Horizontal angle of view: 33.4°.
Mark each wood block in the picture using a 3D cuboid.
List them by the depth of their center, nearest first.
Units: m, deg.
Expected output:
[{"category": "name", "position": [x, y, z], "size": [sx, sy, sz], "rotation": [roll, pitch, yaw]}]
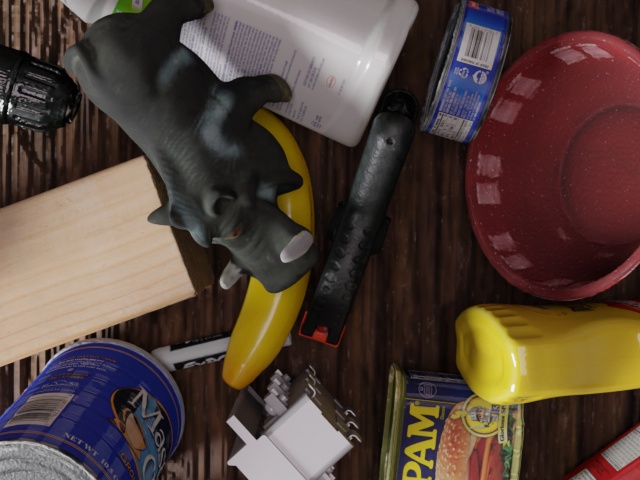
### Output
[{"category": "wood block", "position": [-0.182, 0.024, 0.676], "size": [0.206, 0.091, 0.090], "rotation": [-20, 92, 3]}]

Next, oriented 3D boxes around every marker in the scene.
[{"category": "marker", "position": [-0.080, 0.074, 0.710], "size": [0.121, 0.020, 0.020], "rotation": [-13, 92, 3]}]

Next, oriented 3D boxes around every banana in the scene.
[{"category": "banana", "position": [-0.037, -0.005, 0.690], "size": [0.070, 0.037, 0.198], "rotation": [-7, 83, 10]}]

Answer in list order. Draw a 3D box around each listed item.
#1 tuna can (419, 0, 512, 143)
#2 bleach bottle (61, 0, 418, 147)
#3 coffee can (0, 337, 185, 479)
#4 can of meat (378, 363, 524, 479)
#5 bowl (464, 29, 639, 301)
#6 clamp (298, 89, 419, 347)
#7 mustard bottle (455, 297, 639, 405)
[{"category": "tuna can", "position": [0.089, -0.104, 0.662], "size": [0.033, 0.086, 0.086], "rotation": [16, 93, -1]}, {"category": "bleach bottle", "position": [-0.073, -0.149, 0.655], "size": [0.251, 0.103, 0.068], "rotation": [24, 54, 0]}, {"category": "coffee can", "position": [-0.149, 0.133, 0.644], "size": [0.103, 0.140, 0.103], "rotation": [2, 108, 7]}, {"category": "can of meat", "position": [0.083, 0.135, 0.689], "size": [0.084, 0.057, 0.102], "rotation": [6, 93, 0]}, {"category": "bowl", "position": [0.164, -0.043, 0.651], "size": [0.055, 0.162, 0.162], "rotation": [4, 94, -38]}, {"category": "clamp", "position": [0.025, -0.012, 0.656], "size": [0.039, 0.120, 0.171], "rotation": [18, 97, 7]}, {"category": "mustard bottle", "position": [0.187, 0.063, 0.657], "size": [0.191, 0.096, 0.058], "rotation": [-3, 94, -13]}]
